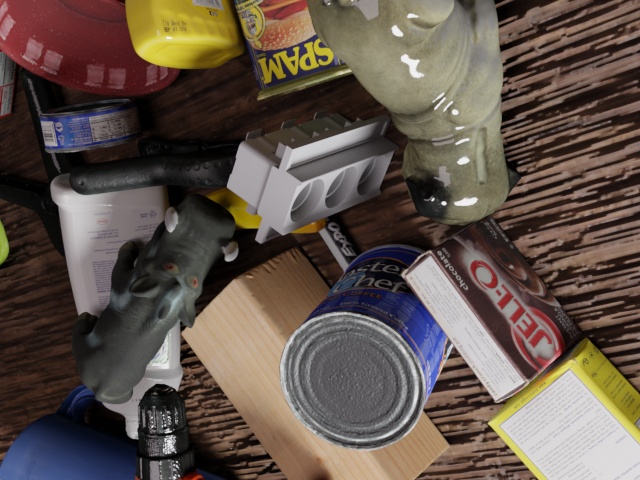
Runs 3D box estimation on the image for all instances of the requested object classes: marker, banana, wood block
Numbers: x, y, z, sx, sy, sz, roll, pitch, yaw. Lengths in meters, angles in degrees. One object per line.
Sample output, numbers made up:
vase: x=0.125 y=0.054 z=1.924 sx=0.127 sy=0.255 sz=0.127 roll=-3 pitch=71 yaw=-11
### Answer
marker: x=0.015 y=0.003 z=0.856 sx=0.020 sy=0.020 sz=0.121 roll=-35 pitch=85 yaw=39
banana: x=-0.068 y=-0.013 z=0.892 sx=0.198 sy=0.037 sz=0.069 roll=-26 pitch=99 yaw=49
wood block: x=-0.005 y=0.120 z=0.869 sx=0.206 sy=0.090 sz=0.090 roll=52 pitch=128 yaw=9

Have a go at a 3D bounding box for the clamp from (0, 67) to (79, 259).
clamp: x=-0.254 y=-0.040 z=1.023 sx=0.165 sy=0.036 sz=0.210 roll=-40 pitch=84 yaw=37

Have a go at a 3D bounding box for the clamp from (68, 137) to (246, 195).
clamp: x=-0.115 y=-0.060 z=0.868 sx=0.172 sy=0.120 sz=0.039 roll=1 pitch=114 yaw=32

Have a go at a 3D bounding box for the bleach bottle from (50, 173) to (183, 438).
bleach bottle: x=-0.179 y=0.063 z=0.964 sx=0.068 sy=0.102 sz=0.251 roll=-134 pitch=40 yaw=-65

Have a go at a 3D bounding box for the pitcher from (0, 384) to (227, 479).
pitcher: x=-0.182 y=0.248 z=1.033 sx=0.243 sy=0.144 sz=0.149 roll=10 pitch=125 yaw=29

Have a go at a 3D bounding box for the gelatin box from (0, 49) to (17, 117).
gelatin box: x=-0.328 y=-0.147 z=1.004 sx=0.030 sy=0.089 sz=0.073 roll=28 pitch=121 yaw=22

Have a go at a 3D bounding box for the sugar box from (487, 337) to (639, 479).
sugar box: x=0.214 y=0.165 z=0.757 sx=0.176 sy=0.048 sz=0.093 roll=47 pitch=127 yaw=8

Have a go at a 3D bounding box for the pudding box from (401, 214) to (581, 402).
pudding box: x=0.121 y=0.046 z=0.750 sx=0.113 sy=0.089 sz=0.039 roll=52 pitch=129 yaw=9

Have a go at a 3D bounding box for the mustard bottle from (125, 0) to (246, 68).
mustard bottle: x=-0.118 y=-0.229 z=0.811 sx=0.058 sy=0.096 sz=0.191 roll=-21 pitch=79 yaw=38

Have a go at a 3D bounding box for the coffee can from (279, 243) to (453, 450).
coffee can: x=0.041 y=0.073 z=0.772 sx=0.103 sy=0.140 sz=0.103 roll=6 pitch=110 yaw=17

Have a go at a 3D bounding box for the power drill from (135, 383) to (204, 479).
power drill: x=-0.073 y=0.215 z=0.859 sx=0.188 sy=0.057 sz=0.184 roll=5 pitch=103 yaw=37

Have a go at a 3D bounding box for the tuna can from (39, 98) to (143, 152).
tuna can: x=-0.200 y=-0.101 z=0.931 sx=0.086 sy=0.085 sz=0.034 roll=2 pitch=107 yaw=35

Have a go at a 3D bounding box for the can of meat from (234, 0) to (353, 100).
can of meat: x=-0.010 y=-0.158 z=0.792 sx=0.102 sy=0.057 sz=0.084 roll=-11 pitch=98 yaw=38

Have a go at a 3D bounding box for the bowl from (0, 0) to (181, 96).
bowl: x=-0.189 y=-0.182 z=0.878 sx=0.162 sy=0.161 sz=0.055 roll=-9 pitch=62 yaw=38
